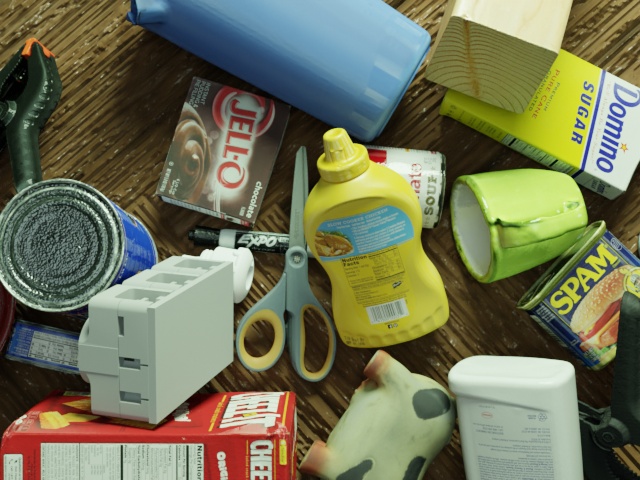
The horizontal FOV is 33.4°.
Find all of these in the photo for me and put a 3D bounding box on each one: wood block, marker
[{"bbox_3d":[0.163,-0.224,0.891,0.090,0.091,0.206,20,64,-1],"label":"wood block"},{"bbox_3d":[-0.056,0.001,0.937,0.121,0.020,0.020,6,84,0],"label":"marker"}]

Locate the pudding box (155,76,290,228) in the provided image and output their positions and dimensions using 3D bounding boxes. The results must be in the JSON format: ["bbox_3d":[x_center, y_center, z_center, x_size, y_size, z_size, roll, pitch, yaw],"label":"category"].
[{"bbox_3d":[-0.084,-0.077,0.935,0.090,0.039,0.113,17,84,1],"label":"pudding box"}]

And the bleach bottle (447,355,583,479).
[{"bbox_3d":[0.165,0.224,0.876,0.103,0.068,0.251,0,101,27],"label":"bleach bottle"}]

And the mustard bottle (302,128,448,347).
[{"bbox_3d":[0.038,-0.004,0.870,0.096,0.058,0.191,-14,120,10],"label":"mustard bottle"}]

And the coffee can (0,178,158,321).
[{"bbox_3d":[-0.196,0.012,0.873,0.103,0.140,0.103,0,83,2],"label":"coffee can"}]

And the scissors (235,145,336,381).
[{"bbox_3d":[-0.038,0.027,0.917,0.096,0.016,0.202,-13,95,-6],"label":"scissors"}]

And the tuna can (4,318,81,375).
[{"bbox_3d":[-0.218,0.091,0.895,0.086,0.086,0.034,13,82,1],"label":"tuna can"}]

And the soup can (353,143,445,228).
[{"bbox_3d":[0.052,-0.047,0.918,0.102,0.068,0.068,6,84,0],"label":"soup can"}]

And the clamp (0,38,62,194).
[{"bbox_3d":[-0.275,-0.095,0.920,0.120,0.039,0.171,-7,56,20],"label":"clamp"}]

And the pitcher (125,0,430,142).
[{"bbox_3d":[-0.029,-0.195,0.912,0.243,0.145,0.149,30,97,-1],"label":"pitcher"}]

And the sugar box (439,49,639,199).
[{"bbox_3d":[0.202,-0.117,0.936,0.176,0.048,0.093,26,81,4],"label":"sugar box"}]

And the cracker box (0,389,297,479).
[{"bbox_3d":[-0.127,0.163,0.846,0.213,0.164,0.072,0,93,0],"label":"cracker box"}]

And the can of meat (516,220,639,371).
[{"bbox_3d":[0.234,0.049,0.915,0.084,0.057,0.102,44,86,1],"label":"can of meat"}]
